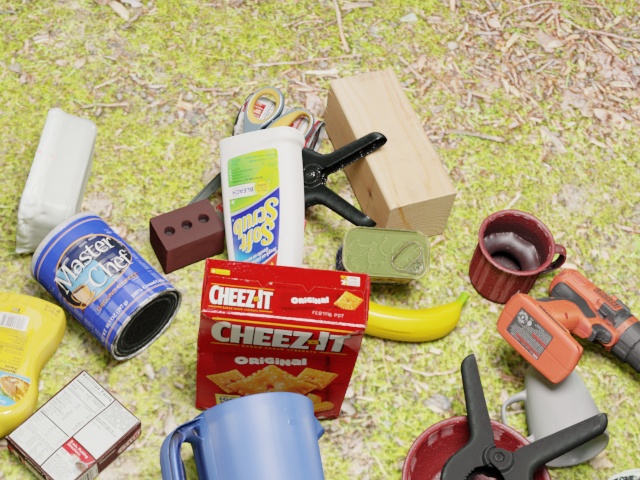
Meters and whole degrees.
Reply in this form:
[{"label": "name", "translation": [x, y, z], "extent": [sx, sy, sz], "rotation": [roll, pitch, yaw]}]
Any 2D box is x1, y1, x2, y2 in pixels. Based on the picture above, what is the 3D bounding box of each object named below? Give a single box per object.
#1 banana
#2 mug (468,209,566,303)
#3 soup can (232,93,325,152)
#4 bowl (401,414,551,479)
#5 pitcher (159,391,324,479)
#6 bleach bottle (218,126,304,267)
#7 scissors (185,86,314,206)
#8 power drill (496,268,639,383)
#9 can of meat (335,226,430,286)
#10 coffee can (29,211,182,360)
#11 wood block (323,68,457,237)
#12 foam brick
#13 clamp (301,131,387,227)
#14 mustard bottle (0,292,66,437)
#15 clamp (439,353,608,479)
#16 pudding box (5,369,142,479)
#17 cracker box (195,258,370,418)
[{"label": "banana", "translation": [0.079, 0.086, 1.254], "extent": [0.197, 0.037, 0.069], "rotation": [6, 39, -6]}, {"label": "mug", "translation": [0.238, 0.022, 1.287], "extent": [0.117, 0.081, 0.093], "rotation": [-2, 57, -9]}, {"label": "soup can", "translation": [-0.053, -0.140, 1.362], "extent": [0.102, 0.068, 0.068], "rotation": [24, 57, 8]}, {"label": "bowl", "translation": [0.161, 0.270, 1.129], "extent": [0.162, 0.055, 0.162], "rotation": [4, 56, -6]}, {"label": "pitcher", "translation": [-0.058, 0.281, 1.048], "extent": [0.149, 0.145, 0.243], "rotation": [-17, 62, 6]}, {"label": "bleach bottle", "translation": [-0.058, 0.002, 1.232], "extent": [0.103, 0.068, 0.251], "rotation": [-10, 79, 19]}, {"label": "scissors", "translation": [-0.104, -0.118, 1.321], "extent": [0.202, 0.016, 0.096], "rotation": [-29, 78, 1]}, {"label": "power drill", "translation": [0.300, 0.109, 1.208], "extent": [0.187, 0.057, 0.185], "rotation": [-5, 40, -49]}, {"label": "can of meat", "translation": [0.071, 0.022, 1.256], "extent": [0.102, 0.084, 0.057], "rotation": [4, 79, -6]}, {"label": "coffee can", "translation": [-0.239, 0.050, 1.191], "extent": [0.140, 0.103, 0.102], "rotation": [41, 61, 18]}, {"label": "wood block", "translation": [0.083, -0.106, 1.345], "extent": [0.090, 0.091, 0.206], "rotation": [-14, 60, -15]}, {"label": "foam brick", "translation": [-0.159, -0.005, 1.269], "extent": [0.078, 0.051, 0.053], "rotation": [-22, 62, -20]}, {"label": "clamp", "translation": [-0.002, -0.064, 1.275], "extent": [0.172, 0.039, 0.120], "rotation": [-7, 64, 19]}, {"label": "mustard bottle", "translation": [-0.345, 0.150, 1.137], "extent": [0.096, 0.058, 0.191], "rotation": [12, 56, 1]}, {"label": "clamp", "translation": [0.193, 0.228, 1.095], "extent": [0.165, 0.036, 0.209], "rotation": [16, 59, 18]}, {"label": "pudding box", "translation": [-0.259, 0.205, 1.125], "extent": [0.090, 0.039, 0.113], "rotation": [38, 58, 17]}, {"label": "cracker box", "translation": [-0.045, 0.110, 1.111], "extent": [0.164, 0.214, 0.072], "rotation": [5, 56, -5]}]
